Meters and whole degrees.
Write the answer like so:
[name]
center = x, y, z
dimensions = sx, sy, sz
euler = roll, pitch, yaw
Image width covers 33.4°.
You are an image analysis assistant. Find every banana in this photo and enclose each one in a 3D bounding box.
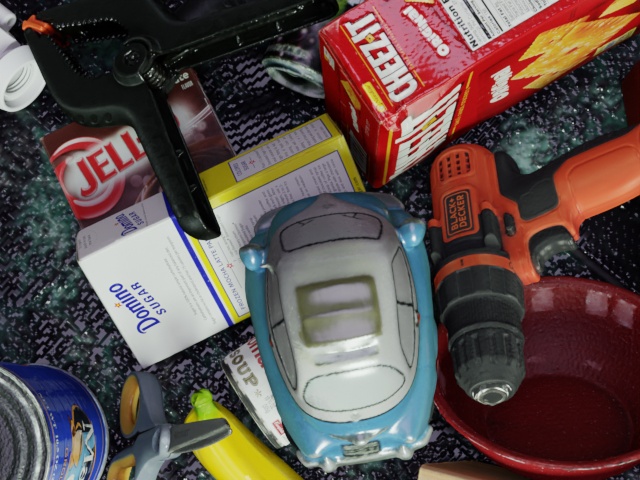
[banana]
center = -0.020, 0.161, 0.652
dimensions = 0.197, 0.070, 0.037
euler = 44, 78, -14

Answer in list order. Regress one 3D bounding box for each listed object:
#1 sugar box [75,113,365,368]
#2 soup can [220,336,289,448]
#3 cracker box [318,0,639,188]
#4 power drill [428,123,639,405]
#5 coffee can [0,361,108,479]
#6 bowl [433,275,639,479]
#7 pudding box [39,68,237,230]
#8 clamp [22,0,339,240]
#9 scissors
[sugar box]
center = -0.055, 0.001, 0.671
dimensions = 0.176, 0.048, 0.093
euler = -24, 121, 0
[soup can]
center = -0.002, 0.074, 0.667
dimensions = 0.102, 0.068, 0.068
euler = -34, 82, -4
[cracker box]
center = 0.108, -0.125, 0.644
dimensions = 0.213, 0.164, 0.072
euler = -32, 80, -3
[power drill]
center = 0.153, -0.005, 0.618
dimensions = 0.188, 0.057, 0.184
euler = -19, 48, 20
[coffee can]
center = -0.190, 0.122, 0.629
dimensions = 0.103, 0.140, 0.103
euler = 0, 82, 2
[bowl]
center = 0.144, 0.092, 0.643
dimensions = 0.162, 0.162, 0.055
euler = -5, 127, 3
[pudding box]
center = -0.114, -0.049, 0.702
dimensions = 0.113, 0.039, 0.090
euler = -27, 81, -4
[clamp]
center = -0.106, -0.094, 0.654
dimensions = 0.210, 0.036, 0.164
euler = 15, 77, 28
[scissors]
center = -0.090, 0.100, 0.620
dimensions = 0.016, 0.202, 0.096
euler = 10, 57, -24
